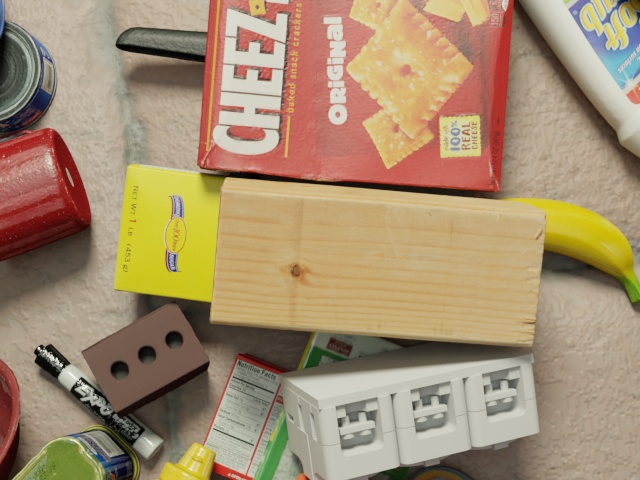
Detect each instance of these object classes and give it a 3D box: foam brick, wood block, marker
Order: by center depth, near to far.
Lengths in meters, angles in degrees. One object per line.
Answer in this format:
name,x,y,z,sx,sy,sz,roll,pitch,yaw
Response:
wood block,0.035,0.012,0.710,0.206,0.090,0.091,5,96,-3
foam brick,-0.126,0.087,0.777,0.078,0.051,0.053,-29,81,-14
marker,-0.169,0.119,0.803,0.121,0.020,0.020,38,88,9

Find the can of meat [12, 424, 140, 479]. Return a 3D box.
can of meat,-0.187,0.183,0.765,0.057,0.084,0.102,43,89,9

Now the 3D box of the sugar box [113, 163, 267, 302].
sugar box,-0.055,0.001,0.773,0.176,0.048,0.093,7,95,1

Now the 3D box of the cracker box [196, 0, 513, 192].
cracker box,0.025,-0.122,0.757,0.213,0.072,0.164,4,93,-5

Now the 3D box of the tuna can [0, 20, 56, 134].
tuna can,-0.253,-0.129,0.836,0.086,0.033,0.086,-1,83,6

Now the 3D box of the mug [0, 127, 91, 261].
mug,-0.226,-0.042,0.802,0.081,0.093,0.117,-20,45,-1

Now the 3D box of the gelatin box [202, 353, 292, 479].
gelatin box,-0.041,0.136,0.782,0.073,0.030,0.089,20,86,10

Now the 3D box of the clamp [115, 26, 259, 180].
clamp,-0.040,-0.136,0.809,0.210,0.036,0.164,-36,89,0
